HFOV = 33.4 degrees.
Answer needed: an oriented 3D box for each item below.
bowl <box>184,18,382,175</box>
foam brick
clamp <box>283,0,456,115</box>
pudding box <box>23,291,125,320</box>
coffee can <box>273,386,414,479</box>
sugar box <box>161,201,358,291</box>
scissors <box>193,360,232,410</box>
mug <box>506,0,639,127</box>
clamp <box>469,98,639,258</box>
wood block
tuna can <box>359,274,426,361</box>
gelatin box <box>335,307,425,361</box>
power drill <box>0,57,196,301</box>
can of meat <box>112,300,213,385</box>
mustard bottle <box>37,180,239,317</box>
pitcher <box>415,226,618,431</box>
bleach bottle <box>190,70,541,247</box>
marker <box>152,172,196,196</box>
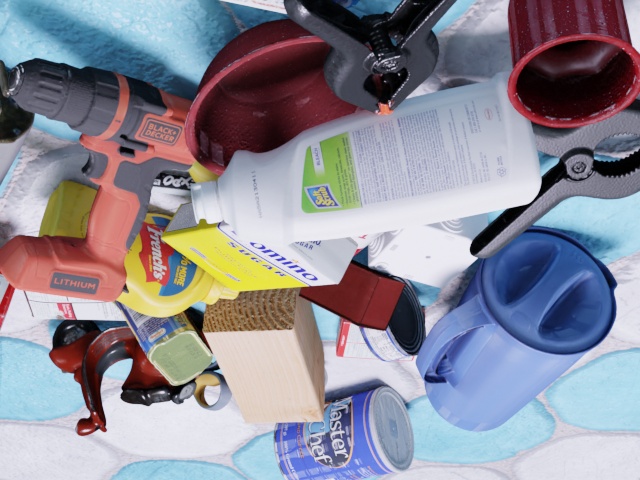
[{"bbox_3d":[-0.028,-0.114,0.798,0.162,0.055,0.162,-14,150,-9],"label":"bowl"},{"bbox_3d":[0.030,0.047,1.016,0.078,0.051,0.052,24,-175,34],"label":"foam brick"},{"bbox_3d":[0.030,-0.129,0.691,0.120,0.039,0.171,-6,157,-9],"label":"clamp"},{"bbox_3d":[-0.241,0.043,1.073,0.113,0.039,0.090,0,144,-2],"label":"pudding box"},{"bbox_3d":[0.029,0.242,1.295,0.140,0.103,0.102,-18,141,26],"label":"coffee can"},{"bbox_3d":[-0.056,0.001,0.904,0.093,0.048,0.177,37,160,-24],"label":"sugar box"},{"bbox_3d":[-0.149,0.145,1.222,0.016,0.096,0.202,13,176,-31],"label":"scissors"},{"bbox_3d":[0.178,-0.133,0.760,0.093,0.081,0.117,-9,144,14],"label":"mug"},{"bbox_3d":[0.201,-0.075,0.871,0.210,0.036,0.164,-17,126,14],"label":"clamp"},{"bbox_3d":[-0.053,0.106,1.112,0.091,0.090,0.206,-4,146,8],"label":"wood block"},{"bbox_3d":[0.071,0.078,1.068,0.034,0.086,0.086,-19,141,29],"label":"tuna can"},{"bbox_3d":[0.064,0.098,1.148,0.089,0.030,0.073,4,144,-3],"label":"gelatin box"},{"bbox_3d":[-0.184,-0.045,0.839,0.184,0.057,0.188,13,117,-40],"label":"power drill"},{"bbox_3d":[-0.154,0.085,1.050,0.057,0.084,0.102,-33,151,-5],"label":"can of meat"},{"bbox_3d":[-0.162,0.019,0.981,0.191,0.096,0.058,20,145,-25],"label":"mustard bottle"},{"bbox_3d":[0.176,0.103,1.064,0.149,0.145,0.243,24,147,2],"label":"pitcher"},{"bbox_3d":[0.029,-0.055,0.791,0.250,0.102,0.068,-9,166,-3],"label":"bleach bottle"},{"bbox_3d":[-0.122,-0.049,0.950,0.121,0.020,0.020,7,145,-8],"label":"marker"}]
